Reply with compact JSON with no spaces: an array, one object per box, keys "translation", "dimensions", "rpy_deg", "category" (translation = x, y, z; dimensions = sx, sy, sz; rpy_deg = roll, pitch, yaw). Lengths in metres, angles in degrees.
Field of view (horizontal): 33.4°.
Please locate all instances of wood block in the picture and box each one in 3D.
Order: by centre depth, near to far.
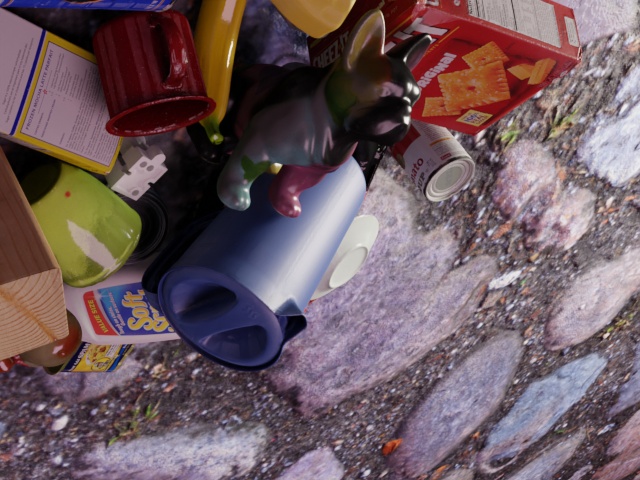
[{"translation":[-0.285,-0.010,0.866],"dimensions":[0.090,0.206,0.091],"rpy_deg":[-19,144,-23],"category":"wood block"}]

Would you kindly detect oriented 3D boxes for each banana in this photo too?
[{"translation":[-0.082,-0.183,0.928],"dimensions":[0.037,0.070,0.198],"rpy_deg":[5,98,-41],"category":"banana"}]

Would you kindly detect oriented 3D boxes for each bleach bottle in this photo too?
[{"translation":[-0.201,0.068,1.106],"dimensions":[0.250,0.068,0.102],"rpy_deg":[-11,116,-26],"category":"bleach bottle"}]

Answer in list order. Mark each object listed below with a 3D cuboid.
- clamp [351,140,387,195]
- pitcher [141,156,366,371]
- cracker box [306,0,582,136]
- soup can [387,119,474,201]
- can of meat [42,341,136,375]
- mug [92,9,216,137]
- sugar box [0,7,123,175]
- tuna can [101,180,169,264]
[{"translation":[0.049,-0.100,1.156],"dimensions":[0.120,0.039,0.172],"rpy_deg":[-45,158,-47],"category":"clamp"},{"translation":[-0.057,0.001,1.069],"dimensions":[0.145,0.149,0.242],"rpy_deg":[-46,-172,48],"category":"pitcher"},{"translation":[0.120,-0.184,1.037],"dimensions":[0.213,0.072,0.164],"rpy_deg":[10,152,-33],"category":"cracker box"},{"translation":[0.119,-0.101,1.203],"dimensions":[0.068,0.102,0.068],"rpy_deg":[-23,146,-17],"category":"soup can"},{"translation":[-0.251,0.102,1.183],"dimensions":[0.083,0.057,0.102],"rpy_deg":[8,128,-49],"category":"can of meat"},{"translation":[-0.136,-0.141,0.869],"dimensions":[0.093,0.081,0.117],"rpy_deg":[-11,172,-24],"category":"mug"},{"translation":[-0.234,-0.124,0.880],"dimensions":[0.176,0.048,0.093],"rpy_deg":[23,82,-50],"category":"sugar box"},{"translation":[-0.195,-0.019,1.068],"dimensions":[0.086,0.034,0.086],"rpy_deg":[-12,122,-19],"category":"tuna can"}]
